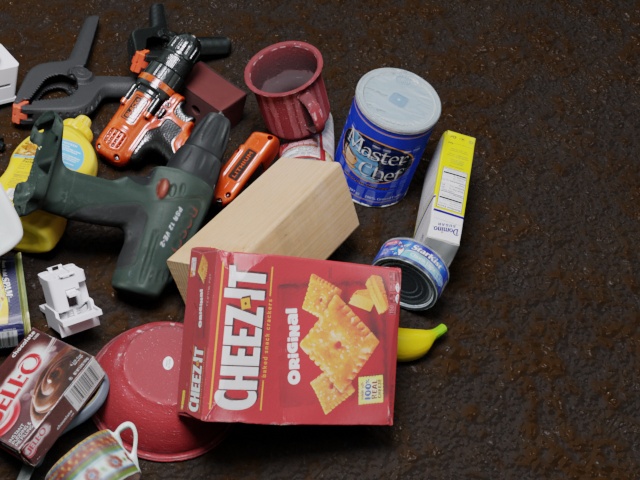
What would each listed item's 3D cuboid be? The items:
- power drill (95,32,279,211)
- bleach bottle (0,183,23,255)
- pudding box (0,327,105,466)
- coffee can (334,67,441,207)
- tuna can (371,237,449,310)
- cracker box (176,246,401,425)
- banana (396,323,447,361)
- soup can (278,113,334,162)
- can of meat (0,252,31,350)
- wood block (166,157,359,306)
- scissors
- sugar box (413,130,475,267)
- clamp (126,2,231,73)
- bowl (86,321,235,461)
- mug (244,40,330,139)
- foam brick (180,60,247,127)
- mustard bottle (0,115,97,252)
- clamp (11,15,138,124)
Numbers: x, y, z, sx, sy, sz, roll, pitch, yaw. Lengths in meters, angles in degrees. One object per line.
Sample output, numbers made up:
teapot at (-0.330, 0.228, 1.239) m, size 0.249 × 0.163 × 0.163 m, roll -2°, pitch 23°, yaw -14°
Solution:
power drill at (-0.144, -0.134, 1.255) m, size 0.188 × 0.057 × 0.184 m, roll 32°, pitch 82°, yaw 10°
bleach bottle at (-0.383, -0.070, 1.120) m, size 0.068 × 0.102 × 0.251 m, roll -28°, pitch 32°, yaw -15°
pudding box at (-0.273, 0.147, 1.016) m, size 0.090 × 0.039 × 0.113 m, roll 19°, pitch 58°, yaw 32°
coffee can at (0.076, -0.122, 1.287) m, size 0.102 × 0.140 × 0.103 m, roll 7°, pitch 51°, yaw -10°
tuna can at (0.100, 0.039, 1.204) m, size 0.086 × 0.086 × 0.033 m, roll 28°, pitch 53°, yaw 8°
cracker box at (-0.025, 0.098, 1.055) m, size 0.213 × 0.072 × 0.164 m, roll 7°, pitch 85°, yaw -30°
banana at (0.041, 0.091, 1.183) m, size 0.198 × 0.037 × 0.069 m, roll 21°, pitch 32°, yaw 0°
soup can at (-0.017, -0.113, 1.302) m, size 0.068 × 0.069 × 0.102 m, roll 7°, pitch 51°, yaw -10°
can of meat at (-0.341, 0.066, 1.083) m, size 0.083 × 0.057 × 0.102 m, roll -7°, pitch 54°, yaw -17°
wood block at (-0.057, 0.002, 1.169) m, size 0.091 × 0.090 × 0.205 m, roll 9°, pitch 41°, yaw 38°
scissors at (-0.253, 0.195, 1.011) m, size 0.096 × 0.016 × 0.201 m, roll -12°, pitch 50°, yaw 14°
sugar box at (0.144, -0.037, 1.271) m, size 0.048 × 0.093 × 0.176 m, roll 14°, pitch 52°, yaw -4°
clamp at (-0.185, -0.248, 1.361) m, size 0.120 × 0.039 × 0.171 m, roll 19°, pitch 35°, yaw 1°
bowl at (-0.154, 0.139, 1.078) m, size 0.162 × 0.055 × 0.162 m, roll 7°, pitch 51°, yaw -9°
mug at (-0.028, -0.166, 1.247) m, size 0.093 × 0.081 × 0.117 m, roll -33°, pitch 51°, yaw -13°
foam brick at (-0.140, -0.174, 1.327) m, size 0.078 × 0.053 × 0.051 m, roll 35°, pitch 52°, yaw 14°
mustard bottle at (-0.305, -0.074, 1.199) m, size 0.096 × 0.058 × 0.191 m, roll 12°, pitch 49°, yaw 12°
clamp at (-0.299, -0.202, 1.316) m, size 0.209 × 0.036 × 0.165 m, roll -29°, pitch 64°, yaw -36°
